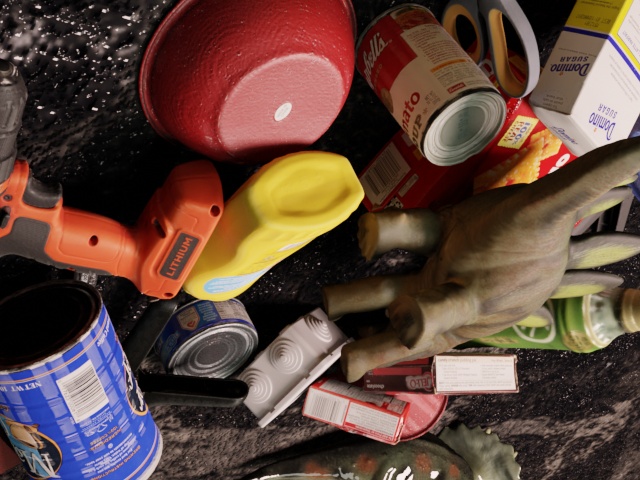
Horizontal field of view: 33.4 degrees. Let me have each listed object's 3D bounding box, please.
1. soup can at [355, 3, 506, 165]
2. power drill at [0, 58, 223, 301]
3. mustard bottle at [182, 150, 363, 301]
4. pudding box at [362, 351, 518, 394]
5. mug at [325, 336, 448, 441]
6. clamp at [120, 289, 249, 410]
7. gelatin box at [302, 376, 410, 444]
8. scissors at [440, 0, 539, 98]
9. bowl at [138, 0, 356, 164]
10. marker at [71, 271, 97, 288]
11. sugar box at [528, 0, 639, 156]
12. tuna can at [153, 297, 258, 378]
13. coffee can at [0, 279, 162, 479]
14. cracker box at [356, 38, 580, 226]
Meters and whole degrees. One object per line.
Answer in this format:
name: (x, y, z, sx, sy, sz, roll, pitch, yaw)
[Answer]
soup can: (0.076, -0.109, 0.749, 0.068, 0.102, 0.068, -20, 143, -16)
power drill: (-0.162, -0.029, 0.689, 0.187, 0.057, 0.185, 10, 135, -28)
mustard bottle: (-0.055, 0.001, 0.785, 0.096, 0.058, 0.192, -22, 171, -38)
pudding box: (0.108, 0.120, 0.959, 0.113, 0.039, 0.090, 3, 174, -40)
mug: (0.058, 0.141, 1.055, 0.117, 0.093, 0.081, -6, 149, 28)
clamp: (-0.147, 0.118, 0.871, 0.172, 0.039, 0.120, -30, 111, 21)
gelatin box: (0.034, 0.153, 0.962, 0.073, 0.089, 0.030, -1, 107, -81)
scissors: (0.102, -0.192, 0.731, 0.016, 0.096, 0.201, -33, 115, -25)
bowl: (-0.037, -0.104, 0.715, 0.162, 0.055, 0.162, -20, 143, -16)
marker: (-0.183, 0.045, 0.813, 0.020, 0.020, 0.121, -8, 137, -30)
sugar box: (0.222, -0.154, 0.791, 0.093, 0.048, 0.176, 33, 85, -49)
tuna can: (-0.097, 0.088, 0.913, 0.086, 0.034, 0.086, -20, 142, -16)
coffee can: (-0.186, 0.114, 0.785, 0.102, 0.103, 0.140, -23, 123, -12)
cracker box: (0.156, -0.061, 0.890, 0.213, 0.072, 0.164, 15, 125, -46)
